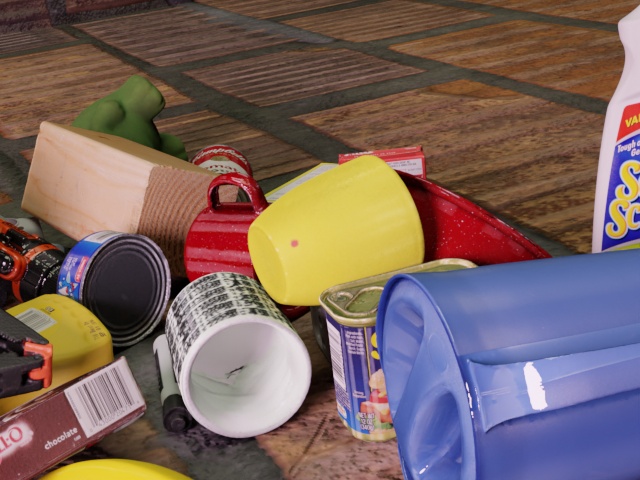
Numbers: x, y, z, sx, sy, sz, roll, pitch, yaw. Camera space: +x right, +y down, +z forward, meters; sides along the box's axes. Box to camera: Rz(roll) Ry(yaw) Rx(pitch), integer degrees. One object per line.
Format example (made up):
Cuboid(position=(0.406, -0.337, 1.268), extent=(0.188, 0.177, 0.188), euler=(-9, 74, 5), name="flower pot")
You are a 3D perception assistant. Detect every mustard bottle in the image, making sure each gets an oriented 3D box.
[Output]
Cuboid(position=(-0.239, 0.097, 0.706), extent=(0.096, 0.058, 0.191), euler=(22, 34, 40), name="mustard bottle")

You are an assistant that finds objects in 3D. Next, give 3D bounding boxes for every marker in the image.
Cuboid(position=(-0.101, 0.095, 0.721), extent=(0.020, 0.020, 0.121), euler=(-10, 20, -8), name="marker")

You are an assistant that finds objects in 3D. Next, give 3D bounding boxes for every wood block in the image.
Cuboid(position=(-0.173, -0.039, 0.945), extent=(0.090, 0.090, 0.206), euler=(9, 9, -41), name="wood block")

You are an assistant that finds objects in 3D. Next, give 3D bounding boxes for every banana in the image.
Cuboid(position=(-0.088, 0.150, 0.553), extent=(0.198, 0.037, 0.069), euler=(5, 48, 36), name="banana")

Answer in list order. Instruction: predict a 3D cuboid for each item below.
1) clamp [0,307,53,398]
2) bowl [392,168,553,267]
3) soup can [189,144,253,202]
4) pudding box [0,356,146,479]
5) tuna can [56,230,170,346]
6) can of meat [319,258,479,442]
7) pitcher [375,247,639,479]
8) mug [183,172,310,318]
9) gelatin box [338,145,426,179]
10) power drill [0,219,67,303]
Cuboid(position=(-0.272, 0.067, 0.655), extent=(0.210, 0.036, 0.164), euler=(14, 36, 4), name="clamp")
Cuboid(position=(0.093, 0.013, 0.755), extent=(0.162, 0.162, 0.055), euler=(22, 79, 53), name="bowl")
Cuboid(position=(-0.099, -0.048, 1.039), extent=(0.068, 0.068, 0.102), euler=(-8, 21, -2), name="soup can")
Cuboid(position=(-0.169, 0.114, 0.619), extent=(0.113, 0.039, 0.090), euler=(-25, 0, -44), name="pudding box")
Cuboid(position=(-0.156, 0.035, 0.807), extent=(0.034, 0.086, 0.085), euler=(9, 25, 40), name="tuna can")
Cuboid(position=(0.055, 0.066, 0.652), extent=(0.102, 0.084, 0.057), euler=(-13, 21, -16), name="can of meat")
Cuboid(position=(0.161, 0.064, 0.557), extent=(0.242, 0.145, 0.149), euler=(-9, 35, -14), name="pitcher")
Cuboid(position=(-0.055, 0.001, 0.830), extent=(0.082, 0.117, 0.093), euler=(3, 34, 39), name="mug")
Cuboid(position=(0.056, -0.033, 0.914), extent=(0.073, 0.089, 0.030), euler=(-6, 21, 3), name="gelatin box")
Cuboid(position=(-0.269, 0.011, 0.817), extent=(0.185, 0.057, 0.187), euler=(24, -1, 30), name="power drill")
